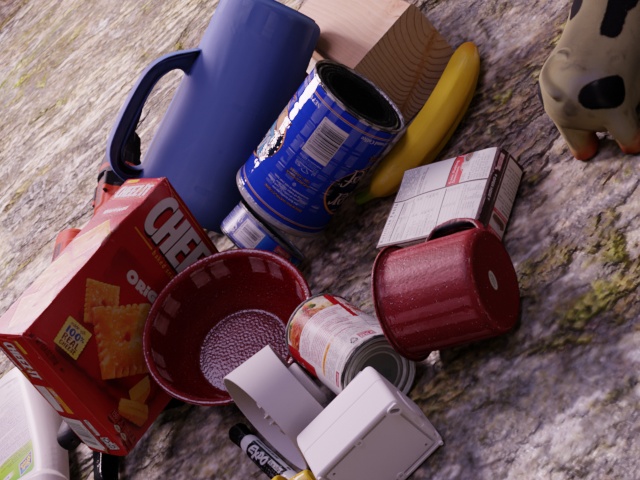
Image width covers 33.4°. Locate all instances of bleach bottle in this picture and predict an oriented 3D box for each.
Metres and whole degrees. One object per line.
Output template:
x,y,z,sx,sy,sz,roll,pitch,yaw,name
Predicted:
-0.310,0.239,1.121,0.102,0.068,0.251,-46,33,9,bleach bottle

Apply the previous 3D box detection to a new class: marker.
-0.047,0.182,0.892,0.020,0.020,0.121,-52,31,-7,marker

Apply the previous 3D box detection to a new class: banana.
0.102,-0.113,1.020,0.197,0.037,0.070,-52,33,-7,banana

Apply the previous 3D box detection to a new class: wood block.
0.051,-0.211,1.144,0.091,0.090,0.206,-47,31,2,wood block

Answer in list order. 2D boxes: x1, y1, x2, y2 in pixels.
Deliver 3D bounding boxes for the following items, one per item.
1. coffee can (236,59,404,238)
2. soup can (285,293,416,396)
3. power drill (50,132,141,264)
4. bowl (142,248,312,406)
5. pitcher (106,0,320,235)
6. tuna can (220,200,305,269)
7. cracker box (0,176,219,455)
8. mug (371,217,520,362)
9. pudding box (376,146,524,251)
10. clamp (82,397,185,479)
-0.001,-0.087,1.023,0.140,0.102,0.103,-52,27,27,coffee can
0.024,0.090,0.860,0.068,0.068,0.102,-51,31,-5,soup can
-0.273,-0.027,1.307,0.188,0.057,0.184,-50,29,42,power drill
-0.077,0.088,0.968,0.162,0.055,0.162,-9,54,12,bowl
-0.103,-0.137,1.108,0.145,0.149,0.243,27,98,22,pitcher
-0.057,0.001,1.044,0.034,0.086,0.086,-48,30,4,tuna can
-0.181,0.069,1.008,0.072,0.164,0.213,-1,42,44,cracker box
0.100,0.030,0.813,0.082,0.093,0.117,-18,40,34,mug
0.110,-0.027,0.913,0.114,0.039,0.090,-14,45,46,pudding box
-0.203,0.172,1.084,0.120,0.039,0.172,-42,32,-11,clamp
